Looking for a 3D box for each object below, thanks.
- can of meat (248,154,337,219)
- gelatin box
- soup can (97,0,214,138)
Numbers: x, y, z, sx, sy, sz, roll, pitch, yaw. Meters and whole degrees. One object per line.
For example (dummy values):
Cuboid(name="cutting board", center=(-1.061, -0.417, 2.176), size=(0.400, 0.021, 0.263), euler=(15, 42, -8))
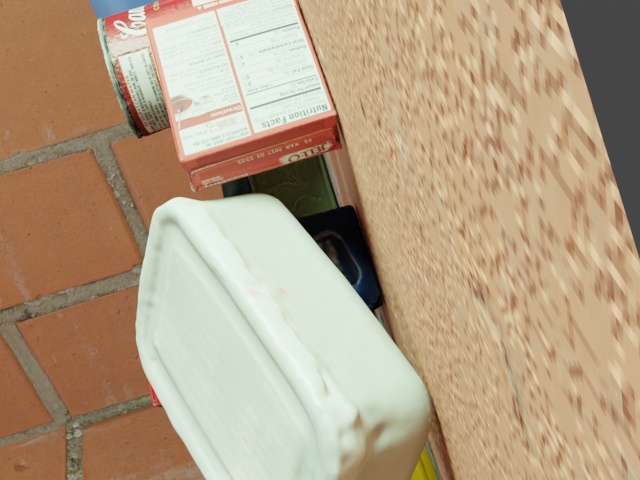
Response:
Cuboid(name="can of meat", center=(-0.014, -0.018, 0.828), size=(0.084, 0.057, 0.102), euler=(63, -170, -79))
Cuboid(name="gelatin box", center=(-0.036, -0.073, 0.499), size=(0.030, 0.073, 0.089), euler=(75, 178, -61))
Cuboid(name="soup can", center=(-0.062, -0.103, 0.583), size=(0.068, 0.102, 0.068), euler=(168, 84, -90))
